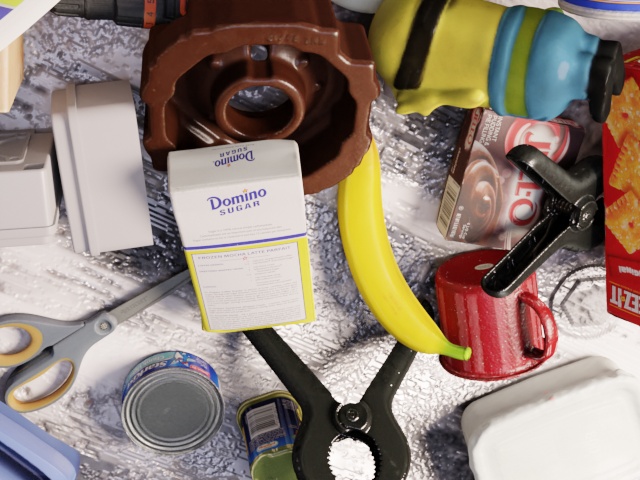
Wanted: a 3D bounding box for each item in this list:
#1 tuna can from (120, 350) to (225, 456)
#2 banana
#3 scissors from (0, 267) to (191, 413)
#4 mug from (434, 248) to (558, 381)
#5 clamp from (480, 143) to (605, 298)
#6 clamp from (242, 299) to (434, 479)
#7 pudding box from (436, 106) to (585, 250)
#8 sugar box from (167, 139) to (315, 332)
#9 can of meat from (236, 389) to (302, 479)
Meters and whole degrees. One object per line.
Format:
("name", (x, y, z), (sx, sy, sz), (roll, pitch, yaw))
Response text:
("tuna can", (-0.124, 0.136, 0.895), (0.086, 0.034, 0.086), (-4, 115, -8))
("banana", (0.053, 0.013, 0.852), (0.070, 0.037, 0.198), (-23, 97, 26))
("scissors", (-0.194, 0.060, 0.858), (0.202, 0.016, 0.096), (-44, 114, 10))
("mug", (0.145, 0.061, 0.868), (0.093, 0.117, 0.081), (-22, 114, -28))
("clamp", (0.190, -0.033, 0.823), (0.171, 0.039, 0.120), (-24, 133, -36))
("clamp", (0.012, 0.140, 0.856), (0.164, 0.210, 0.036), (5, 155, -6))
("pudding box", (0.150, -0.050, 0.856), (0.090, 0.039, 0.113), (9, 113, -15))
("sugar box", (-0.055, 0.001, 0.799), (0.093, 0.048, 0.176), (-6, 139, -2))
("can of meat", (-0.030, 0.194, 0.910), (0.057, 0.084, 0.102), (-18, 116, -2))
